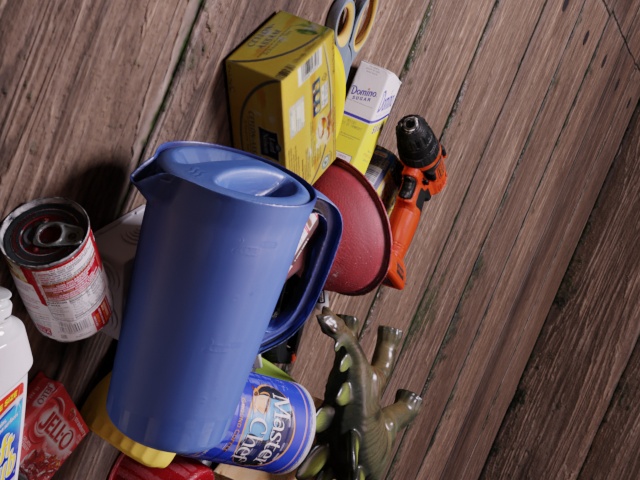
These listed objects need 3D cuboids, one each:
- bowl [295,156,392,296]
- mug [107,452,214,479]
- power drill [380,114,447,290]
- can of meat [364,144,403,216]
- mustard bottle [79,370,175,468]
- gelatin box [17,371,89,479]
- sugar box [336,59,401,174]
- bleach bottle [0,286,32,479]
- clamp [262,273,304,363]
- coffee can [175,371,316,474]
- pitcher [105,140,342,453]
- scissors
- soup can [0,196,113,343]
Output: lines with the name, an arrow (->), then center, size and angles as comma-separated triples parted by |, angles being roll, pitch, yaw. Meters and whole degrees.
bowl -> 0.000, -0.008, 1.149 | 0.055, 0.162, 0.162 | -23, 134, -40
mug -> -0.172, 0.266, 1.117 | 0.117, 0.082, 0.093 | -51, 154, -33
power drill -> 0.100, -0.044, 1.300 | 0.187, 0.057, 0.184 | -66, 159, -12
can of meat -> 0.063, -0.061, 1.357 | 0.084, 0.057, 0.102 | -58, 156, -23
mustard bottle -> -0.138, 0.109, 1.000 | 0.191, 0.096, 0.058 | -59, 160, -5
gelatin box -> -0.243, 0.168, 0.926 | 0.073, 0.030, 0.089 | -53, 155, -29
sugar box -> 0.040, -0.117, 1.248 | 0.176, 0.048, 0.093 | -66, 170, 6
bleach bottle -> -0.271, 0.155, 0.810 | 0.102, 0.068, 0.251 | -26, 133, -62
clamp -> -0.050, 0.101, 1.287 | 0.120, 0.039, 0.171 | -45, 150, -39
coffee can -> -0.089, 0.187, 1.129 | 0.140, 0.103, 0.103 | 22, 92, -40
pitcher -> -0.089, 0.050, 0.884 | 0.144, 0.149, 0.243 | -36, 146, -67
scissors -> 0.014, -0.185, 1.177 | 0.096, 0.016, 0.202 | 2, 112, -63
soup can -> -0.202, 0.025, 0.827 | 0.068, 0.069, 0.102 | -52, 154, -31
